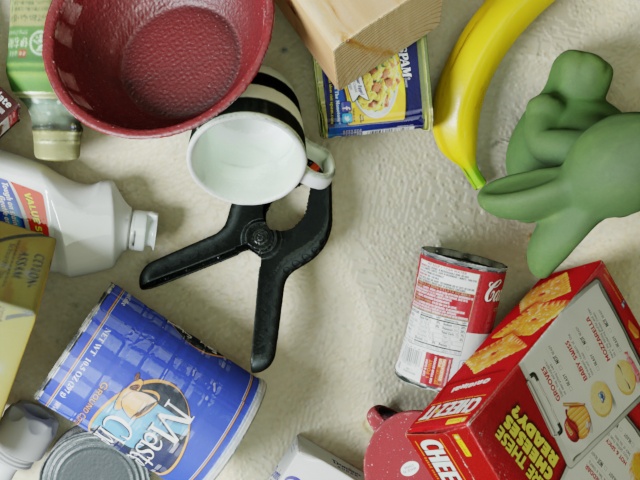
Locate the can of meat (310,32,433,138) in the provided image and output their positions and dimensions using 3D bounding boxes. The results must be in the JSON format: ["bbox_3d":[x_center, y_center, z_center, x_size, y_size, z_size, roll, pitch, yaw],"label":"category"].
[{"bbox_3d":[0.037,-0.128,0.801,0.084,0.057,0.102,-6,97,-1],"label":"can of meat"}]

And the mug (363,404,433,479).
[{"bbox_3d":[0.079,0.167,0.818,0.093,0.081,0.117,-50,55,9],"label":"mug"}]

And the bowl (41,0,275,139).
[{"bbox_3d":[-0.103,-0.134,0.726,0.162,0.055,0.162,-4,72,11],"label":"bowl"}]

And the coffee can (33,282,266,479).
[{"bbox_3d":[-0.126,0.111,0.797,0.140,0.103,0.103,34,94,-8],"label":"coffee can"}]

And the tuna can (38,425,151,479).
[{"bbox_3d":[-0.176,0.186,0.838,0.086,0.034,0.086,-1,98,-4],"label":"tuna can"}]

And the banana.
[{"bbox_3d":[0.134,-0.141,0.819,0.069,0.037,0.198,20,99,-31],"label":"banana"}]

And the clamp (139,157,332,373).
[{"bbox_3d":[-0.055,0.001,0.812,0.120,0.039,0.171,28,79,1],"label":"clamp"}]

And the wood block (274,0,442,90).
[{"bbox_3d":[-0.011,-0.220,0.735,0.090,0.091,0.206,-34,80,-3],"label":"wood block"}]

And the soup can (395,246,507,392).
[{"bbox_3d":[0.100,0.062,0.825,0.068,0.068,0.102,12,97,-6],"label":"soup can"}]

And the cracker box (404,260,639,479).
[{"bbox_3d":[0.176,0.140,0.784,0.213,0.072,0.164,-40,102,-40],"label":"cracker box"}]

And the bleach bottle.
[{"bbox_3d":[-0.246,-0.030,0.790,0.250,0.068,0.102,7,97,-8],"label":"bleach bottle"}]
